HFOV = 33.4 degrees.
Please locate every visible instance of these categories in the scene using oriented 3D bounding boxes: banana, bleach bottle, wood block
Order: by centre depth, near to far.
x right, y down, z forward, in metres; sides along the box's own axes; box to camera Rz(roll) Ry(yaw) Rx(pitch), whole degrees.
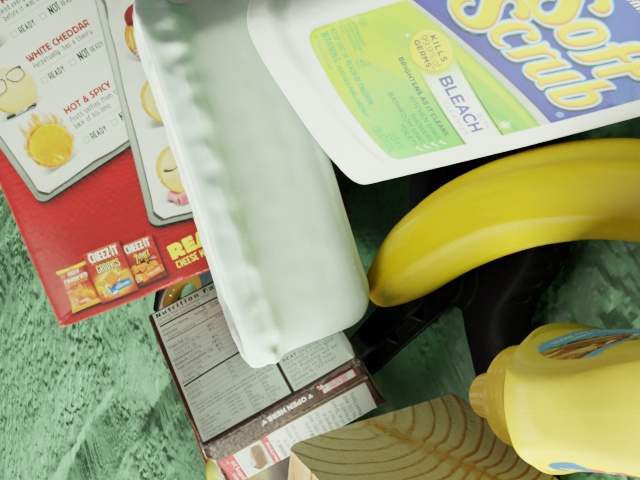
[{"bbox_3d":[0.099,-0.091,0.368,0.251,0.068,0.102,-12,125,38],"label":"bleach bottle"},{"bbox_3d":[0.093,-0.004,0.411,0.198,0.037,0.069,1,97,40],"label":"banana"},{"bbox_3d":[0.039,0.185,0.475,0.091,0.090,0.206,39,132,47],"label":"wood block"}]

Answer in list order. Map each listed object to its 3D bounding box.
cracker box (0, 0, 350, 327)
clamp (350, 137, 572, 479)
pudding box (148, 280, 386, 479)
[{"bbox_3d":[-0.099,-0.084,0.566,0.072,0.164,0.214,-151,39,-80],"label":"cracker box"},{"bbox_3d":[0.064,0.016,0.503,0.165,0.036,0.210,26,117,52],"label":"clamp"},{"bbox_3d":[-0.031,0.060,0.549,0.039,0.090,0.114,63,176,-37],"label":"pudding box"}]
